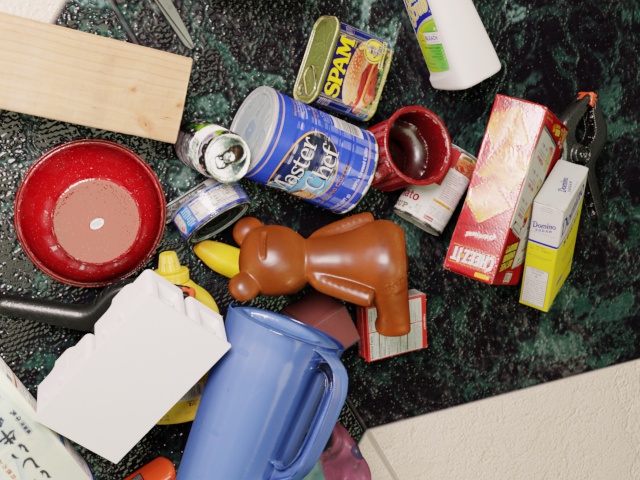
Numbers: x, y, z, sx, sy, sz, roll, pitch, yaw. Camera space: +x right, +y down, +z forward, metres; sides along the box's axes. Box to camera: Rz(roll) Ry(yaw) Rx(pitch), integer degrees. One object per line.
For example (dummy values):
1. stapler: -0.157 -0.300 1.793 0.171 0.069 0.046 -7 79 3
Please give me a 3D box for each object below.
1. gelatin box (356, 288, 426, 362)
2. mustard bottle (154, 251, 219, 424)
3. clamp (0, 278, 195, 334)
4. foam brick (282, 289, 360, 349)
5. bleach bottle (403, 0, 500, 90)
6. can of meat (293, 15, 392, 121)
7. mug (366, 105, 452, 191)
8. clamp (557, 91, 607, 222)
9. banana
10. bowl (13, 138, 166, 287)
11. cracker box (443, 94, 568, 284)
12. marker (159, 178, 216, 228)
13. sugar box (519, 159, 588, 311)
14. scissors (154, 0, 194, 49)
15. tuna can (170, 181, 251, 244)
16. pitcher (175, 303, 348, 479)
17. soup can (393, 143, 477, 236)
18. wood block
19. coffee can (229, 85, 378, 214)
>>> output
1. gelatin box: 0.089 0.106 1.337 0.089 0.030 0.073 -11 108 -24
2. mustard bottle: -0.159 0.106 1.198 0.096 0.058 0.191 -10 107 -17
3. clamp: -0.235 0.090 1.138 0.210 0.036 0.164 -28 113 7
4. foam brick: 0.001 0.100 1.266 0.051 0.078 0.053 -34 117 -16
5. bleach bottle: 0.123 -0.299 1.231 0.068 0.103 0.251 -30 107 -11
6. can of meat: 0.027 -0.194 1.222 0.083 0.058 0.102 16 94 -31
7. mug: 0.085 -0.096 1.244 0.117 0.082 0.093 -42 103 -27
8. clamp: 0.342 -0.107 1.407 0.120 0.039 0.171 19 93 -30
9. banana: -0.052 0.019 1.246 0.197 0.037 0.069 -10 93 -25
10. bowl: -0.237 -0.024 1.119 0.162 0.055 0.162 -3 101 -17
11. cracker box: 0.227 -0.057 1.301 0.164 0.072 0.214 6 102 -68
12. marker: -0.143 -0.048 1.193 0.121 0.020 0.020 -34 115 -16
13. sugar box: 0.294 -0.004 1.348 0.093 0.048 0.176 -52 154 -39
14. scissors: -0.204 -0.282 1.110 0.096 0.016 0.202 -23 111 -18
15. tuna can: -0.119 -0.032 1.168 0.086 0.086 0.034 -31 81 -17
16. pitcher: -0.069 0.200 1.143 0.145 0.149 0.243 20 93 -2
17. soup can: 0.142 -0.065 1.302 0.068 0.069 0.102 31 88 -29
18. wood block: -0.246 -0.165 1.074 0.205 0.091 0.090 9 97 -27
19. coffee can: -0.021 -0.100 1.193 0.140 0.103 0.103 20 92 -29
